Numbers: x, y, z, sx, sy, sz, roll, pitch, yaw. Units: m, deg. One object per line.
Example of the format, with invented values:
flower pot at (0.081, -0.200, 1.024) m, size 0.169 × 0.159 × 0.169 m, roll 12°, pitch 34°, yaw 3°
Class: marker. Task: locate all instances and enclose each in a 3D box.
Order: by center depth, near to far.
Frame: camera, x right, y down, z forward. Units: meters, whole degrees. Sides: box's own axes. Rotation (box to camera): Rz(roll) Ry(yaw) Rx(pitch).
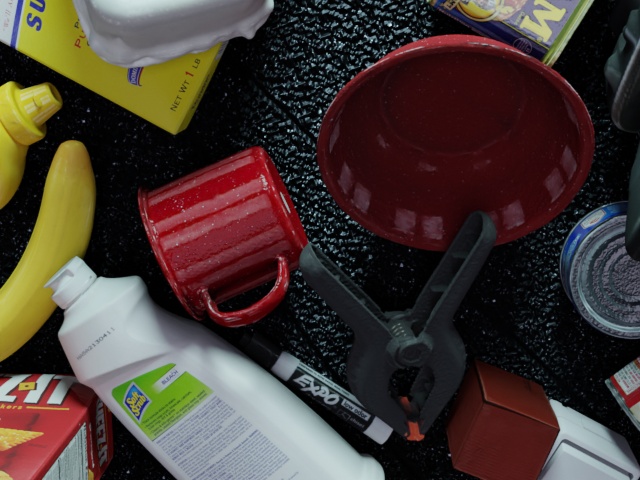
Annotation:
marker at (-0.004, 0.099, 0.729) m, size 0.121 × 0.020 × 0.020 m, roll 33°, pitch 104°, yaw -4°

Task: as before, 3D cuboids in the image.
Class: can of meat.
can of meat at (0.123, -0.164, 0.635) m, size 0.084 × 0.057 × 0.102 m, roll 30°, pitch 104°, yaw -1°

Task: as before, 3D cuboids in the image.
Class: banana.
banana at (-0.200, 0.024, 0.707) m, size 0.198 × 0.037 × 0.069 m, roll -48°, pitch 128°, yaw 8°

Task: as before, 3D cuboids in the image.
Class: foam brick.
foam brick at (0.117, 0.121, 0.695) m, size 0.053 × 0.078 × 0.051 m, roll 22°, pitch 103°, yaw -2°

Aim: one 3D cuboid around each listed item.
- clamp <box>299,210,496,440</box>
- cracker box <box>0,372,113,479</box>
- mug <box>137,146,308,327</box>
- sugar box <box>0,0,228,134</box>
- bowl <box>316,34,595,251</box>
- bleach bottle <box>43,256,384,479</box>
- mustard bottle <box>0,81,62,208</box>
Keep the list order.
clamp at (0.044, 0.059, 0.677) m, size 0.120 × 0.039 × 0.171 m, roll 0°, pitch 121°, yaw -6°
cracker box at (-0.234, 0.143, 0.657) m, size 0.164 × 0.213 × 0.072 m, roll 2°, pitch 102°, yaw 3°
mug at (-0.054, 0.001, 0.664) m, size 0.081 × 0.117 × 0.093 m, roll -24°, pitch 141°, yaw 4°
sugar box at (-0.145, -0.148, 0.664) m, size 0.176 × 0.048 × 0.093 m, roll 27°, pitch 103°, yaw -4°
bowl at (0.080, -0.067, 0.643) m, size 0.162 × 0.055 × 0.162 m, roll 3°, pitch 137°, yaw 3°
bleach bottle at (-0.076, 0.104, 0.703) m, size 0.103 × 0.068 × 0.250 m, roll -40°, pitch 102°, yaw 14°
mustard bottle at (-0.251, -0.051, 0.690) m, size 0.192 × 0.058 × 0.096 m, roll -26°, pitch 102°, yaw 10°
